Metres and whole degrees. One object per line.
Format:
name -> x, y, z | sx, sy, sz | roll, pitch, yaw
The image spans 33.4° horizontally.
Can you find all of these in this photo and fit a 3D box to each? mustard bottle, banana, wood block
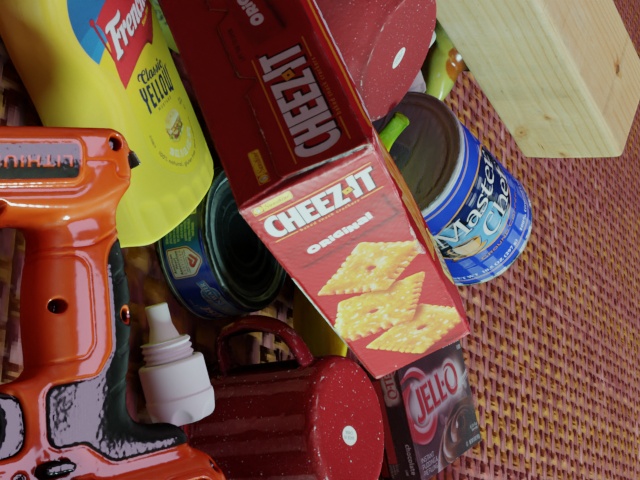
mustard bottle -> -0.109, -0.098, 0.496 | 0.096, 0.058, 0.191 | -63, 140, -56
banana -> 0.010, 0.006, 0.691 | 0.037, 0.070, 0.197 | 22, 63, -14
wood block -> 0.173, -0.160, 0.833 | 0.206, 0.090, 0.090 | 47, 58, -43

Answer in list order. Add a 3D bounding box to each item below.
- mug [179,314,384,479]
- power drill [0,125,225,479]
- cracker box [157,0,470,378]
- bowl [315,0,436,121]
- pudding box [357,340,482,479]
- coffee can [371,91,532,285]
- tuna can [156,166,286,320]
mug -> -0.021, 0.096, 0.583 | 0.093, 0.082, 0.117 | -31, 107, -60
power drill -> -0.127, 0.052, 0.411 | 0.184, 0.058, 0.187 | -6, 85, -44
cracker box -> 0.000, -0.042, 0.560 | 0.164, 0.072, 0.213 | 66, 5, 32
bowl -> 0.029, -0.130, 0.692 | 0.162, 0.055, 0.162 | -48, 156, -30
pudding box -> 0.075, 0.121, 0.789 | 0.113, 0.039, 0.090 | -13, 91, -61
coffee can -> 0.086, -0.035, 0.796 | 0.140, 0.103, 0.103 | 33, 53, -53
tuna can -> -0.054, 0.001, 0.606 | 0.086, 0.034, 0.086 | 28, 56, -55
